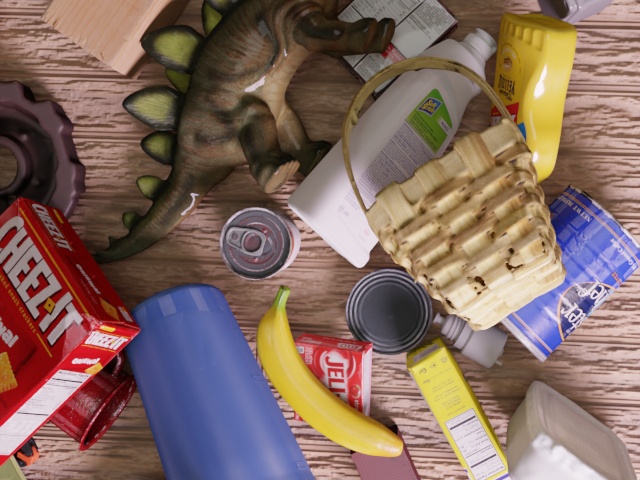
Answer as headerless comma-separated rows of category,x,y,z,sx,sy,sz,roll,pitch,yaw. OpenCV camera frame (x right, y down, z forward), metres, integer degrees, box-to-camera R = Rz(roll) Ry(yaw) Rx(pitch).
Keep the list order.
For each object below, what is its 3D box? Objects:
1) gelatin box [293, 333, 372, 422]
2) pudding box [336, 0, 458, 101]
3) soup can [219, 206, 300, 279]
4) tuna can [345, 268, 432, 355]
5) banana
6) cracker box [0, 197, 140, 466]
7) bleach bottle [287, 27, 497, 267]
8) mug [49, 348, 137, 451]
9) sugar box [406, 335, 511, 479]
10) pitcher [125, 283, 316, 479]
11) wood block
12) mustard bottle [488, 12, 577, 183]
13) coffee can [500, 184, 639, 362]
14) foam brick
gelatin box,0.012,0.140,1.056,0.073,0.030,0.089,7,109,19
pudding box,0.066,-0.208,1.056,0.113,0.039,0.090,-43,86,2
soup can,-0.057,0.001,1.040,0.068,0.102,0.068,0,92,4
tuna can,0.068,0.070,1.066,0.086,0.033,0.086,0,92,5
banana,-0.004,0.140,1.024,0.070,0.037,0.198,-36,92,26
cracker box,-0.299,0.091,1.009,0.214,0.072,0.164,-44,66,11
bleach bottle,0.083,-0.099,1.039,0.251,0.102,0.068,-49,43,-2
mug,-0.236,0.140,1.063,0.081,0.093,0.117,35,114,7
sugar box,0.143,0.182,1.034,0.048,0.093,0.176,-31,90,5
pitcher,-0.096,0.168,1.017,0.144,0.149,0.243,-16,65,-20
wood block,-0.170,-0.272,1.049,0.091,0.090,0.206,35,94,4
mustard bottle,0.194,-0.115,1.015,0.058,0.096,0.192,-3,112,-18
coffee can,0.224,0.031,1.018,0.103,0.103,0.140,45,94,2
foam brick,0.068,0.232,1.062,0.053,0.051,0.078,-22,90,4
